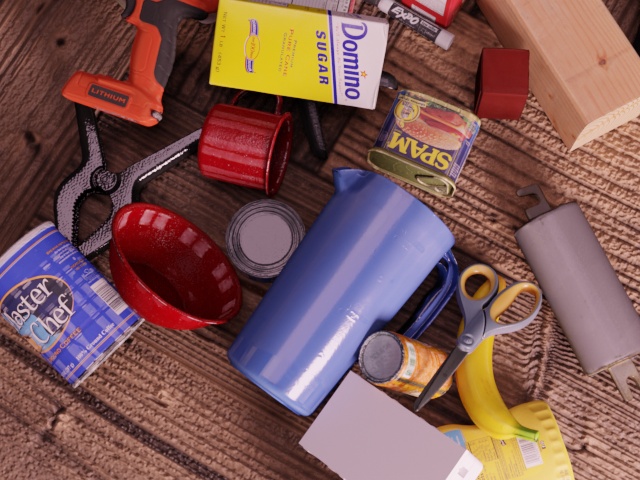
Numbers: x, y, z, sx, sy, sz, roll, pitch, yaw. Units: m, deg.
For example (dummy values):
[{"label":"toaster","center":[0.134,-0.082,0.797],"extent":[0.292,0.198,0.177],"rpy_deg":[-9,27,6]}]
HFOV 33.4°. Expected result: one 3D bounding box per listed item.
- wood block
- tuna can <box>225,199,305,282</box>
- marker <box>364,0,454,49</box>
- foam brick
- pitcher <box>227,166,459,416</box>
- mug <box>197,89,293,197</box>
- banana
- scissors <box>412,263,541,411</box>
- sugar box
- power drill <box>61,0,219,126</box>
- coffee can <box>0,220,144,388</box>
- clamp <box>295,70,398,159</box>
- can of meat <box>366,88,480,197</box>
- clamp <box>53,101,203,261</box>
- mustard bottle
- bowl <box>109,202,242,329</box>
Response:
[{"label":"wood block","center":[0.262,-0.215,1.157],"extent":[0.090,0.090,0.206],"rpy_deg":[-27,77,-6]},{"label":"tuna can","center":[-0.057,0.001,1.142],"extent":[0.086,0.034,0.086],"rpy_deg":[0,76,2]},{"label":"marker","center":[0.096,-0.254,1.207],"extent":[0.121,0.020,0.020],"rpy_deg":[33,79,9]},{"label":"foam brick","center":[0.195,-0.169,1.153],"extent":[0.051,0.078,0.053],"rpy_deg":[4,76,4]},{"label":"pitcher","center":[0.024,0.060,1.087],"extent":[0.149,0.145,0.243],"rpy_deg":[34,83,21]},{"label":"mug","center":[-0.078,-0.111,1.142],"extent":[0.081,0.093,0.117],"rpy_deg":[13,83,10]},{"label":"banana","center":[0.170,0.124,1.083],"extent":[0.069,0.037,0.198],"rpy_deg":[-10,53,5]},{"label":"scissors","center":[0.137,0.087,1.069],"extent":[0.201,0.016,0.096],"rpy_deg":[-30,58,-26]},{"label":"sugar box","center":[-0.022,-0.196,1.110],"extent":[0.176,0.048,0.093],"rpy_deg":[8,109,-1]},{"label":"power drill","center":[-0.207,-0.228,1.127],"extent":[0.184,0.057,0.187],"rpy_deg":[20,92,0]},{"label":"coffee can","center":[-0.263,0.065,1.084],"extent":[0.140,0.103,0.102],"rpy_deg":[45,81,-2]},{"label":"clamp","center":[-0.001,-0.188,1.159],"extent":[0.120,0.039,0.171],"rpy_deg":[-36,97,0]},{"label":"can of meat","center":[0.113,-0.106,1.152],"extent":[0.102,0.057,0.084],"rpy_deg":[24,75,6]},{"label":"clamp","center":[-0.238,-0.072,1.163],"extent":[0.164,0.036,0.210],"rpy_deg":[29,82,7]},{"label":"mustard bottle","center":[0.148,0.230,1.068],"extent":[0.191,0.058,0.096],"rpy_deg":[-15,69,-2]},{"label":"bowl","center":[-0.159,0.038,1.096],"extent":[0.162,0.161,0.055],"rpy_deg":[49,115,11]}]
